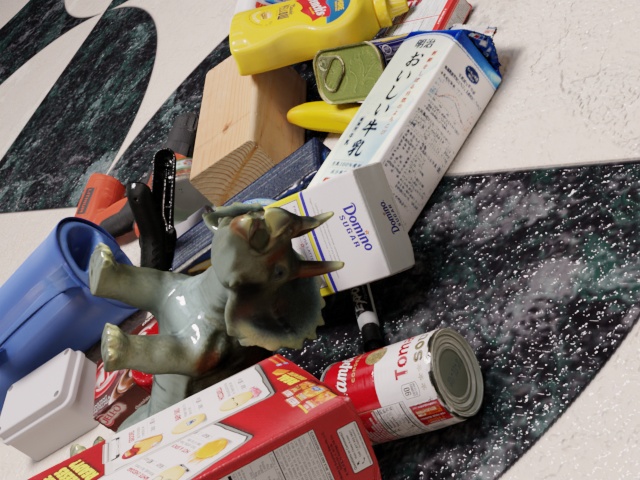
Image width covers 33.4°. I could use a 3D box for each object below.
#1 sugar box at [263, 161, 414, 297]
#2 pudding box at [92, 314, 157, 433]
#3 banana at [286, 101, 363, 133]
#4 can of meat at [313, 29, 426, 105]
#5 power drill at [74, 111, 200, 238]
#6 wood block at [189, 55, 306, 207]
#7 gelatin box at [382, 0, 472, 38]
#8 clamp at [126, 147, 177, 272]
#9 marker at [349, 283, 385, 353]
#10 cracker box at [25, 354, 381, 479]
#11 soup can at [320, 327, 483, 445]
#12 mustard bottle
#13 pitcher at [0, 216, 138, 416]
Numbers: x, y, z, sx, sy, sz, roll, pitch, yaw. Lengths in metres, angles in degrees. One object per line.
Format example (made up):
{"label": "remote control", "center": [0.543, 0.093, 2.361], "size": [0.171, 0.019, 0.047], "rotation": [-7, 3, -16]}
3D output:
{"label": "sugar box", "center": [-0.006, 0.003, 0.919], "size": [0.177, 0.093, 0.048], "rotation": [-19, 0, 42]}
{"label": "pudding box", "center": [-0.183, 0.130, 1.092], "size": [0.114, 0.039, 0.090], "rotation": [-38, 31, 16]}
{"label": "banana", "center": [0.026, -0.122, 1.095], "size": [0.069, 0.037, 0.198], "rotation": [-7, 16, -18]}
{"label": "can of meat", "center": [0.057, -0.177, 1.083], "size": [0.083, 0.057, 0.102], "rotation": [-22, 14, -36]}
{"label": "power drill", "center": [-0.228, -0.067, 1.345], "size": [0.188, 0.057, 0.184], "rotation": [-16, 49, 44]}
{"label": "wood block", "center": [-0.077, -0.125, 1.199], "size": [0.091, 0.090, 0.206], "rotation": [-31, 34, 25]}
{"label": "gelatin box", "center": [0.109, -0.222, 1.131], "size": [0.089, 0.030, 0.073], "rotation": [1, 57, 52]}
{"label": "clamp", "center": [-0.174, -0.004, 1.120], "size": [0.039, 0.171, 0.120], "rotation": [1, 15, 14]}
{"label": "marker", "center": [0.037, 0.055, 0.914], "size": [0.020, 0.020, 0.121], "rotation": [-38, 32, 17]}
{"label": "cracker box", "center": [-0.085, 0.164, 0.714], "size": [0.213, 0.072, 0.164], "rotation": [-26, 12, -15]}
{"label": "soup can", "center": [0.059, 0.109, 0.779], "size": [0.102, 0.068, 0.068], "rotation": [-23, 38, 35]}
{"label": "mustard bottle", "center": [0.000, -0.233, 1.152], "size": [0.192, 0.058, 0.096], "rotation": [-12, 35, 11]}
{"label": "pitcher", "center": [-0.328, 0.096, 1.223], "size": [0.243, 0.149, 0.145], "rotation": [-41, 42, 18]}
